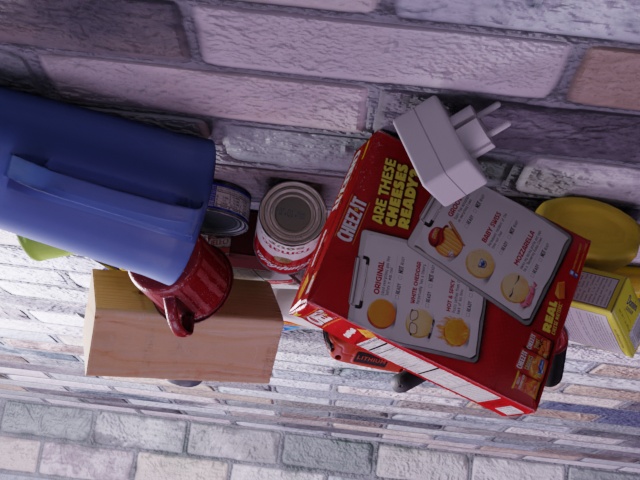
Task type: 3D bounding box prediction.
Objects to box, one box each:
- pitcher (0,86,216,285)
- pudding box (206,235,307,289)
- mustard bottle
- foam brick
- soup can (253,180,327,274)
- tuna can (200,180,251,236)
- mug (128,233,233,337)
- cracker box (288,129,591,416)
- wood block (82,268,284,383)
[{"bbox_3d":[-0.215,-0.054,0.891,0.242,0.145,0.149,16,141,-19],"label":"pitcher"},{"bbox_3d":[-0.072,0.025,1.250,0.090,0.039,0.113,1,160,20],"label":"pudding box"},{"bbox_3d":[0.238,0.017,1.052,0.096,0.058,0.192,13,162,0],"label":"mustard bottle"},{"bbox_3d":[-0.057,0.001,1.142,0.078,0.051,0.053,8,162,-4],"label":"foam brick"},{"bbox_3d":[-0.031,-0.012,1.060,0.068,0.068,0.102,8,162,-4],"label":"soup can"},{"bbox_3d":[-0.113,-0.033,1.080,0.086,0.034,0.086,6,163,2],"label":"tuna can"},{"bbox_3d":[-0.144,0.040,1.079,0.093,0.117,0.081,-8,155,13],"label":"mug"},{"bbox_3d":[0.102,0.031,0.901,0.213,0.164,0.072,26,160,-9],"label":"cracker box"},{"bbox_3d":[-0.156,0.096,1.198,0.205,0.090,0.091,5,-153,-17],"label":"wood block"}]
